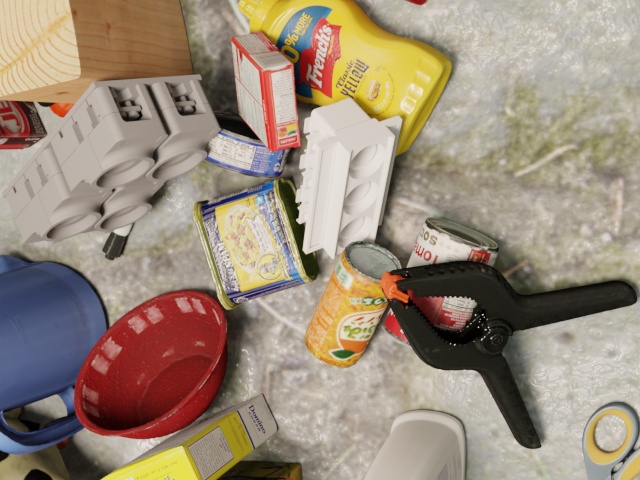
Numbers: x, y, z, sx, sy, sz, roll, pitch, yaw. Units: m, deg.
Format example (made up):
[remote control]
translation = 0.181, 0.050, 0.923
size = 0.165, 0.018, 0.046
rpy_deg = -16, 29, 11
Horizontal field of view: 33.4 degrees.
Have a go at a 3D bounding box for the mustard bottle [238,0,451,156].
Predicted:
[mustard bottle]
translation = 0.010, -0.159, 0.916
size = 0.192, 0.058, 0.096
rpy_deg = 34, 117, 13

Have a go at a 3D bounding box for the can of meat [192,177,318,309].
[can of meat]
translation = -0.056, 0.001, 0.957
size = 0.084, 0.057, 0.102
rpy_deg = -17, 91, 17

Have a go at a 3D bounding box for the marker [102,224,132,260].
[marker]
translation = -0.179, -0.036, 1.013
size = 0.020, 0.020, 0.121
rpy_deg = 27, 104, 14

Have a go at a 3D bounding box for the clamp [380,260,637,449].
[clamp]
translation = 0.146, 0.066, 0.863
size = 0.209, 0.036, 0.165
rpy_deg = 31, 102, -22

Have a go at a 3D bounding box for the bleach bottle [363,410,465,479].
[bleach bottle]
translation = 0.059, 0.213, 0.838
size = 0.068, 0.250, 0.102
rpy_deg = 1, 96, 18

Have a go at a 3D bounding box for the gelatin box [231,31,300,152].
[gelatin box]
translation = -0.045, -0.125, 0.887
size = 0.030, 0.089, 0.073
rpy_deg = -14, 122, -16

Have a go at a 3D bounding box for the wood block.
[wood block]
translation = -0.195, -0.168, 0.906
size = 0.091, 0.205, 0.090
rpy_deg = -9, 93, 18

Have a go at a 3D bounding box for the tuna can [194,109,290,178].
[tuna can]
translation = -0.069, -0.085, 0.935
size = 0.086, 0.086, 0.034
rpy_deg = 23, 107, 15

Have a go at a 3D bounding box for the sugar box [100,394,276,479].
[sugar box]
translation = -0.111, 0.188, 0.931
size = 0.093, 0.176, 0.048
rpy_deg = -25, 85, 20

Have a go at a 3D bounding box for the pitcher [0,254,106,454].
[pitcher]
translation = -0.300, 0.108, 0.950
size = 0.149, 0.242, 0.145
rpy_deg = 18, 102, 16

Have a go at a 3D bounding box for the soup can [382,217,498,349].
[soup can]
translation = 0.102, 0.039, 0.901
size = 0.068, 0.068, 0.102
rpy_deg = 24, 103, 15

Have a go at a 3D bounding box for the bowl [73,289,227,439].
[bowl]
translation = -0.142, 0.123, 0.971
size = 0.162, 0.162, 0.055
rpy_deg = -20, 129, 19

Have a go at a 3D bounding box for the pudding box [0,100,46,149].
[pudding box]
translation = -0.318, -0.141, 1.011
size = 0.039, 0.090, 0.113
rpy_deg = -27, 87, 19
